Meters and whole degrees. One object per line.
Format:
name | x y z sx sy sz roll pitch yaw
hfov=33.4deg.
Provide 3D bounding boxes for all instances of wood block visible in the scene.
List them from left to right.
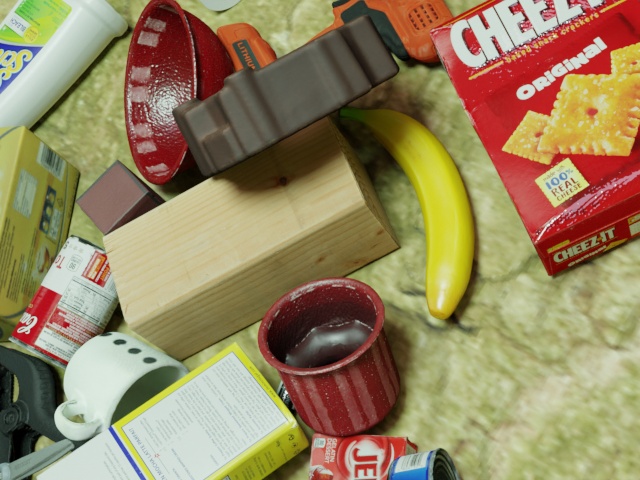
wood block | -0.056 0.001 0.848 0.206 0.090 0.091 -28 59 10

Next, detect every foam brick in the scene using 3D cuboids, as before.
foam brick | -0.158 -0.021 0.908 0.051 0.078 0.053 -46 56 -1

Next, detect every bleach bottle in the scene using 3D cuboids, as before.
bleach bottle | -0.302 -0.142 1.033 0.103 0.068 0.251 35 86 31

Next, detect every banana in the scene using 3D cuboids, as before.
banana | 0.080 -0.032 0.832 0.069 0.037 0.198 -23 64 -1

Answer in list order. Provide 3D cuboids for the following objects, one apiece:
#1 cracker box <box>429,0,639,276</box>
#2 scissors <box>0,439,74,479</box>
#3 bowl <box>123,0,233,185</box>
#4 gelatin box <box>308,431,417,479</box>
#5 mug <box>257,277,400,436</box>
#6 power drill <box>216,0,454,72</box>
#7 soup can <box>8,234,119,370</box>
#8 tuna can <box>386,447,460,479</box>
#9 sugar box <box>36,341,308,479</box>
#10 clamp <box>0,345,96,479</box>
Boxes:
cracker box | 0.196 -0.104 0.799 0.164 0.072 0.214 -26 59 10
scissors | -0.257 0.174 0.851 0.202 0.016 0.096 -44 52 30
bowl | -0.118 -0.128 0.924 0.162 0.055 0.162 4 95 60
gelatin box | 0.027 0.184 0.765 0.073 0.030 0.089 -1 67 22
mug | 0.011 0.079 0.781 0.093 0.081 0.117 -11 40 12
power drill | 0.007 -0.196 0.928 0.188 0.057 0.184 -30 59 8
soup can | -0.206 0.055 0.899 0.069 0.068 0.102 22 77 29
tuna can | 0.073 0.184 0.714 0.034 0.086 0.086 -15 63 18
sugar box | -0.106 0.161 0.775 0.176 0.048 0.093 -35 51 -11
clamp | -0.236 0.150 0.885 0.120 0.039 0.171 -30 60 12
